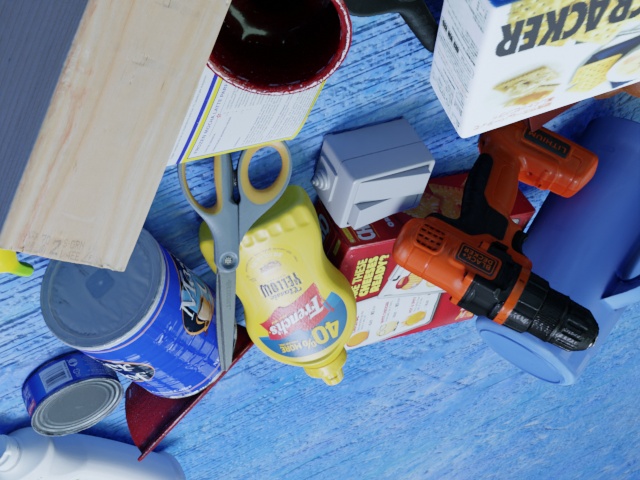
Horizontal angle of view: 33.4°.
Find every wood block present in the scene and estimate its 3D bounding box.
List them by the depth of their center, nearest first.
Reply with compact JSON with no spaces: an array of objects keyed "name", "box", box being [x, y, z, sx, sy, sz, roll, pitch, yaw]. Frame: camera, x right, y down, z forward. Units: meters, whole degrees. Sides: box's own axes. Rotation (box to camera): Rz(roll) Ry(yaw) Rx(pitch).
[{"name":"wood block","box":[-0.123,-0.099,0.565,0.090,0.091,0.206,15,99,-52]}]

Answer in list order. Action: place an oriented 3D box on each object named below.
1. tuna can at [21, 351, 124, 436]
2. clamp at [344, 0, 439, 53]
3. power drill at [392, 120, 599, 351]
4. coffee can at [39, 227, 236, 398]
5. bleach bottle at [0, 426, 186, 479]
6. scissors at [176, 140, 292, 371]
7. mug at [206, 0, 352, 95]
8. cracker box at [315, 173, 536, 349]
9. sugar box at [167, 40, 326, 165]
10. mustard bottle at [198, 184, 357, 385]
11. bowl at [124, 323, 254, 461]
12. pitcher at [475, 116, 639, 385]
[{"name":"tuna can","box":[-0.222,0.137,0.956,0.086,0.034,0.086,-23,148,-15]},{"name":"clamp","box":[0.059,-0.179,0.745,0.171,0.039,0.120,-5,136,-31]},{"name":"power drill","box":[0.175,-0.011,0.920,0.187,0.184,0.057,-59,176,-33]},{"name":"coffee can","box":[-0.140,0.058,0.846,0.103,0.103,0.140,-34,150,4]},{"name":"bleach bottle","box":[-0.236,0.229,1.053,0.102,0.068,0.250,-35,147,6]},{"name":"scissors","box":[-0.055,0.001,0.821,0.096,0.016,0.202,-18,115,-11]},{"name":"mug","box":[-0.039,-0.151,0.641,0.117,0.081,0.093,10,136,-10]},{"name":"cracker box","box":[0.077,0.020,1.017,0.213,0.072,0.164,-10,142,-30]},{"name":"sugar box","box":[-0.073,-0.100,0.709,0.175,0.048,0.093,-14,145,-43]},{"name":"mustard bottle","box":[-0.022,0.050,0.902,0.096,0.058,0.191,-22,122,6]},{"name":"bowl","box":[-0.125,0.122,0.962,0.162,0.055,0.162,-46,178,-2]},{"name":"pitcher","box":[0.259,0.014,1.007,0.242,0.145,0.149,-55,167,-11]}]
